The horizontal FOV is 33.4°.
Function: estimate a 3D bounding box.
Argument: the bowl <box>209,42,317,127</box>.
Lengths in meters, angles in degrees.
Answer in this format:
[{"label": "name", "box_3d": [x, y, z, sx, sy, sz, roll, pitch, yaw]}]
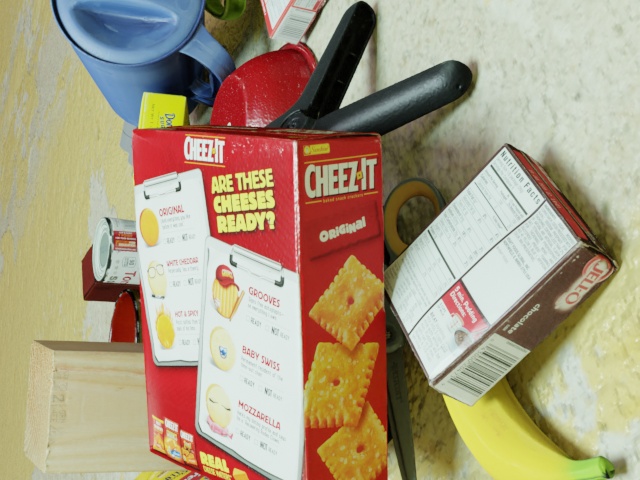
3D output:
[{"label": "bowl", "box_3d": [-0.055, -0.093, 0.914, 0.162, 0.055, 0.162, -176, 90, -65]}]

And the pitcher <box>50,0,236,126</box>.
[{"label": "pitcher", "box_3d": [-0.161, -0.184, 1.019, 0.243, 0.145, 0.149, 104, 154, -79]}]

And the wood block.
[{"label": "wood block", "box_3d": [-0.116, 0.128, 0.828, 0.091, 0.205, 0.090, 179, 95, -65]}]

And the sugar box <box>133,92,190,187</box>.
[{"label": "sugar box", "box_3d": [-0.150, -0.077, 1.039, 0.176, 0.048, 0.093, 112, 164, -83]}]

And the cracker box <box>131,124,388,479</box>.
[{"label": "cracker box", "box_3d": [-0.037, 0.040, 0.637, 0.164, 0.071, 0.214, 10, 105, 48]}]

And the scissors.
[{"label": "scissors", "box_3d": [0.057, 0.045, 0.660, 0.096, 0.016, 0.202, -29, 64, 13]}]

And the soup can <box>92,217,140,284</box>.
[{"label": "soup can", "box_3d": [-0.176, 0.012, 1.095, 0.069, 0.102, 0.068, 5, 90, 64]}]

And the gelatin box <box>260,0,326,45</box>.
[{"label": "gelatin box", "box_3d": [-0.017, -0.219, 0.879, 0.089, 0.030, 0.073, -52, 41, 41]}]

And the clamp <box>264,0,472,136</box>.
[{"label": "clamp", "box_3d": [0.000, -0.068, 0.717, 0.210, 0.036, 0.165, -49, 33, -2]}]

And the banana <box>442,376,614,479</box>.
[{"label": "banana", "box_3d": [0.096, 0.075, 0.595, 0.070, 0.037, 0.198, -48, 41, 20]}]

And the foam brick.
[{"label": "foam brick", "box_3d": [-0.233, 0.039, 1.240, 0.053, 0.078, 0.051, -45, 46, 51]}]

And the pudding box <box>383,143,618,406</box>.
[{"label": "pudding box", "box_3d": [0.090, 0.017, 0.571, 0.114, 0.039, 0.090, -46, 39, 19]}]
